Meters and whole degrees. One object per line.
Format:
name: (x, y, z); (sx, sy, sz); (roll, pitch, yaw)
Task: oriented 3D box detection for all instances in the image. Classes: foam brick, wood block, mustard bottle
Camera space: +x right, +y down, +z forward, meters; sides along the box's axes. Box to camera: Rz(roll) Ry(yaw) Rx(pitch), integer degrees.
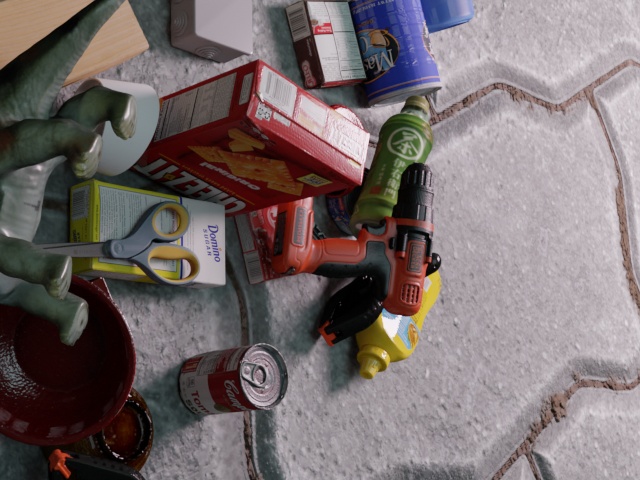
foam brick: (-0.229, 0.082, 1.032); (0.052, 0.051, 0.078); (-31, 102, -47)
wood block: (-0.278, -0.184, 1.023); (0.205, 0.090, 0.091); (-36, 106, -45)
mustard bottle: (0.092, 0.098, 1.366); (0.096, 0.058, 0.191); (51, 47, -29)

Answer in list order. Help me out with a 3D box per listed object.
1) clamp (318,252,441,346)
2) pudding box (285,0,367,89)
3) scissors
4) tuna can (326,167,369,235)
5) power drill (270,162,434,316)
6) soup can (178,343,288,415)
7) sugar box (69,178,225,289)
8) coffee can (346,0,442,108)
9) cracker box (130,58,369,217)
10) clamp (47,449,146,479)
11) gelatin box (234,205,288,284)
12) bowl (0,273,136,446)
clamp: (0.057, 0.059, 1.321); (0.171, 0.120, 0.039); (-38, 114, -14)
pudding box: (0.009, -0.255, 1.389); (0.089, 0.039, 0.113); (-14, 92, -48)
scissors: (-0.195, -0.009, 1.049); (0.201, 0.016, 0.096); (22, 67, -44)
tuna can: (0.047, -0.050, 1.377); (0.086, 0.034, 0.086); (15, 69, -44)
power drill: (0.043, -0.015, 1.235); (0.187, 0.057, 0.184); (10, 79, -17)
soup can: (-0.093, 0.147, 1.122); (0.068, 0.102, 0.068); (15, 69, -44)
sugar box: (-0.177, -0.003, 1.116); (0.175, 0.048, 0.093); (12, 73, -48)
coffee can: (0.098, -0.260, 1.436); (0.102, 0.103, 0.140); (-15, 90, -48)
cracker box: (-0.082, -0.097, 1.117); (0.164, 0.214, 0.072); (29, 61, -39)
clamp: (-0.175, 0.268, 0.995); (0.164, 0.036, 0.210); (-34, 112, -17)
gelatin box: (-0.058, 0.001, 1.252); (0.073, 0.030, 0.089); (-12, 89, -48)
bowl: (-0.243, 0.101, 0.969); (0.055, 0.162, 0.162); (-82, 152, -82)
